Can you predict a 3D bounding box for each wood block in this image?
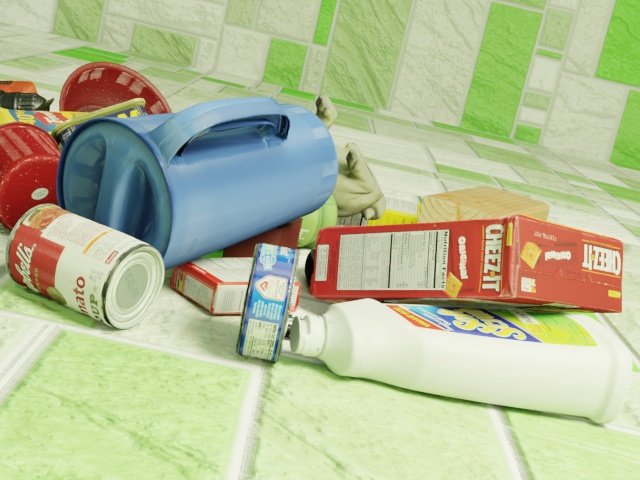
[{"bbox_3d":[0.186,-0.005,1.231,0.090,0.091,0.205,19,14,24],"label":"wood block"}]

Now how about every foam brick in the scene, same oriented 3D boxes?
[{"bbox_3d":[-0.057,0.001,1.045,0.053,0.051,0.078,16,13,13],"label":"foam brick"}]

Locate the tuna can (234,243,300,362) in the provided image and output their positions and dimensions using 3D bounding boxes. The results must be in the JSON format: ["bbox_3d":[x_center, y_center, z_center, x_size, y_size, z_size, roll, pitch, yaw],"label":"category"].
[{"bbox_3d":[-0.039,0.045,0.792,0.033,0.086,0.086,11,13,-3],"label":"tuna can"}]

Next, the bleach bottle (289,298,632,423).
[{"bbox_3d":[0.102,0.086,0.818,0.250,0.068,0.103,6,18,-16],"label":"bleach bottle"}]

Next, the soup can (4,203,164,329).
[{"bbox_3d":[-0.177,0.019,0.807,0.102,0.068,0.068,21,15,27],"label":"soup can"}]

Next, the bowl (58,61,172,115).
[{"bbox_3d":[-0.258,-0.136,1.313,0.161,0.162,0.055,2,-22,-40],"label":"bowl"}]

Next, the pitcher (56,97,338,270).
[{"bbox_3d":[-0.088,-0.059,0.915,0.149,0.145,0.242,10,18,36],"label":"pitcher"}]

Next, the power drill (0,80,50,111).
[{"bbox_3d":[-0.419,-0.172,1.357,0.184,0.057,0.187,0,10,1],"label":"power drill"}]

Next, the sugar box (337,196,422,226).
[{"bbox_3d":[0.037,-0.037,1.328,0.176,0.048,0.093,10,13,4],"label":"sugar box"}]

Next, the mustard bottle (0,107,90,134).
[{"bbox_3d":[-0.287,-0.108,1.124,0.191,0.058,0.096,-1,23,-25],"label":"mustard bottle"}]

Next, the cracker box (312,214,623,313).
[{"bbox_3d":[0.125,0.023,0.918,0.214,0.072,0.163,-3,-9,45],"label":"cracker box"}]

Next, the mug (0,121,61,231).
[{"bbox_3d":[-0.265,-0.046,0.993,0.117,0.093,0.082,50,-8,-39],"label":"mug"}]

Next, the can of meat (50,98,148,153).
[{"bbox_3d":[-0.206,-0.084,1.066,0.101,0.084,0.058,-23,-7,-30],"label":"can of meat"}]

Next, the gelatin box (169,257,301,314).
[{"bbox_3d":[-0.072,0.039,0.916,0.089,0.030,0.073,2,16,-38],"label":"gelatin box"}]
